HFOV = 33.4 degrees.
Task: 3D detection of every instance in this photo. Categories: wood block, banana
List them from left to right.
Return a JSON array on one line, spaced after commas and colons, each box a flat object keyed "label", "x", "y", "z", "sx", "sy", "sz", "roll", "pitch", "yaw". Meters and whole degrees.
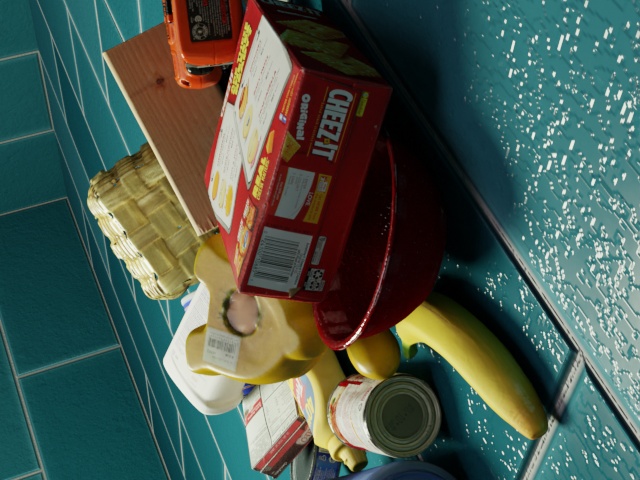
[{"label": "wood block", "x": -0.133, "y": -0.116, "z": 1.109, "sx": 0.206, "sy": 0.091, "sz": 0.090, "roll": 63, "pitch": 178, "yaw": -3}, {"label": "banana", "x": 0.097, "y": 0.075, "z": 0.745, "sx": 0.069, "sy": 0.037, "sz": 0.198, "roll": 60, "pitch": 169, "yaw": -20}]

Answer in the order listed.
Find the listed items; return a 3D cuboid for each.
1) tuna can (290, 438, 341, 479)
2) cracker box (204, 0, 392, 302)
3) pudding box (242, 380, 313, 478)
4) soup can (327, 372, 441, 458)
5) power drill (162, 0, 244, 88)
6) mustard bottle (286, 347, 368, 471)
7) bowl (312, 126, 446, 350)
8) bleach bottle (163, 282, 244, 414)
[{"label": "tuna can", "x": -0.005, "y": 0.238, "z": 1.166, "sx": 0.086, "sy": 0.033, "sz": 0.086, "roll": -169, "pitch": 90, "yaw": -75}, {"label": "cracker box", "x": -0.025, "y": -0.075, "z": 0.789, "sx": 0.214, "sy": 0.072, "sz": 0.164, "roll": -115, "pitch": 39, "yaw": -62}, {"label": "pudding box", "x": -0.043, "y": 0.190, "z": 1.172, "sx": 0.090, "sy": 0.039, "sz": 0.113, "roll": -50, "pitch": 30, "yaw": 22}, {"label": "soup can", "x": 0.052, "y": 0.145, "z": 0.893, "sx": 0.102, "sy": 0.068, "sz": 0.068, "roll": 157, "pitch": 96, "yaw": -73}, {"label": "power drill", "x": -0.110, "y": -0.224, "z": 0.937, "sx": 0.188, "sy": 0.057, "sz": 0.184, "roll": -136, "pitch": 37, "yaw": -75}, {"label": "mustard bottle", "x": 0.001, "y": 0.150, "z": 1.079, "sx": 0.096, "sy": 0.058, "sz": 0.192, "roll": 93, "pitch": 154, "yaw": -48}, {"label": "bowl", "x": 0.044, "y": 0.000, "z": 0.747, "sx": 0.162, "sy": 0.055, "sz": 0.162, "roll": -172, "pitch": 90, "yaw": -72}, {"label": "bleach bottle", "x": -0.087, "y": 0.068, "z": 1.156, "sx": 0.103, "sy": 0.067, "sz": 0.251, "roll": 45, "pitch": 124, "yaw": 26}]
